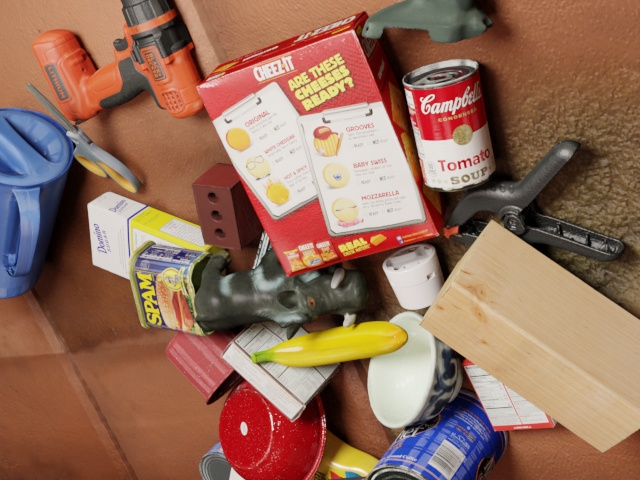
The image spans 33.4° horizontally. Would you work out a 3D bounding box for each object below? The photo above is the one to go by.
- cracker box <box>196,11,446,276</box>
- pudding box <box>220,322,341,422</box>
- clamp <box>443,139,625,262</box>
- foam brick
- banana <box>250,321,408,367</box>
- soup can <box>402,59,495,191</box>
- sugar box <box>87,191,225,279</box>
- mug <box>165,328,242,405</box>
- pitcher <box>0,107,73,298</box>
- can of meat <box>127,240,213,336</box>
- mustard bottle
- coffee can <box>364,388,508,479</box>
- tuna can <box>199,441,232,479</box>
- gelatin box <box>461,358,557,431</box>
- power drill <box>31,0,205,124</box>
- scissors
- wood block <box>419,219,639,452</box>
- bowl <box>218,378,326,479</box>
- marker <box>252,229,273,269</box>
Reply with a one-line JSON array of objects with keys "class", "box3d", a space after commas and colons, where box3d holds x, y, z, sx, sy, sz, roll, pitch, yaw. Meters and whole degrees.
[{"class": "cracker box", "box3d": [0.006, -0.087, 1.012, 0.164, 0.072, 0.213, -16, 113, 22]}, {"class": "pudding box", "box3d": [-0.043, 0.137, 1.213, 0.113, 0.089, 0.039, 40, 133, 7]}, {"class": "clamp", "box3d": [0.184, -0.033, 0.975, 0.172, 0.039, 0.120, -2, 115, 37]}, {"class": "foam brick", "box3d": [-0.100, -0.037, 1.168, 0.053, 0.051, 0.078, 9, 122, 31]}, {"class": "banana", "box3d": [0.022, 0.113, 1.135, 0.198, 0.069, 0.037, -15, 96, 35]}, {"class": "soup can", "box3d": [0.117, -0.103, 0.958, 0.069, 0.068, 0.102, 3, 119, 34]}, {"class": "sugar box", "box3d": [-0.195, 0.012, 1.273, 0.176, 0.048, 0.093, 23, 128, 26]}, {"class": "mug", "box3d": [-0.123, 0.127, 1.275, 0.081, 0.093, 0.117, 44, 103, 10]}, {"class": "pitcher", "box3d": [-0.386, -0.030, 1.322, 0.145, 0.149, 0.243, 28, 135, 4]}, {"class": "can of meat", "box3d": [-0.161, 0.056, 1.204, 0.084, 0.057, 0.102, 8, 122, 26]}, {"class": "mustard bottle", "box3d": [0.038, 0.291, 1.277, 0.192, 0.058, 0.096, 28, 127, 18]}, {"class": "coffee can", "box3d": [0.123, 0.235, 1.122, 0.103, 0.140, 0.103, 18, 127, 25]}, {"class": "tuna can", "box3d": [-0.117, 0.308, 1.415, 0.086, 0.033, 0.086, 18, 127, 26]}, {"class": "gelatin box", "box3d": [0.197, 0.150, 1.091, 0.073, 0.030, 0.089, -14, 109, 42]}, {"class": "power drill", "box3d": [-0.223, -0.207, 1.143, 0.188, 0.057, 0.184, -6, 114, 38]}, {"class": "scissors", "box3d": [-0.282, -0.117, 1.210, 0.096, 0.016, 0.201, 14, 157, 46]}, {"class": "wood block", "box3d": [0.208, 0.089, 0.977, 0.206, 0.090, 0.090, 34, 147, 4]}, {"class": "bowl", "box3d": [-0.069, 0.221, 1.256, 0.162, 0.055, 0.162, -8, 78, 42]}, {"class": "marker", "box3d": [-0.058, 0.001, 1.186, 0.020, 0.020, 0.121, 31, 132, 16]}]
